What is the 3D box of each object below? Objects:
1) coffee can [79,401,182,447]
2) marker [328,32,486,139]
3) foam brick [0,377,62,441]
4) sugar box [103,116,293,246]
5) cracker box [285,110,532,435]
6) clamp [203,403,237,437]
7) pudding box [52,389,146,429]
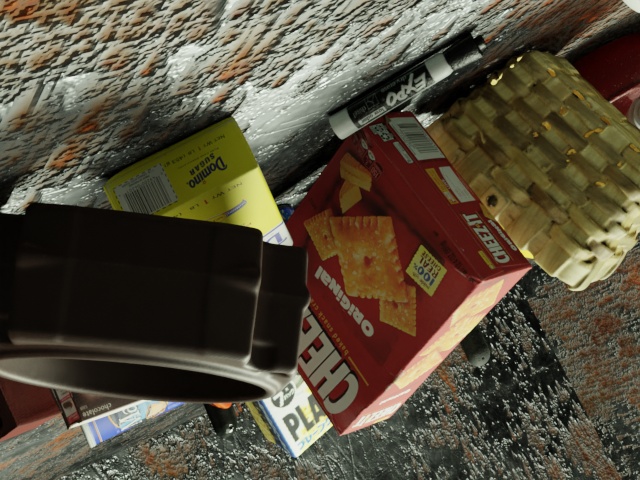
[{"bbox_3d":[-0.209,0.151,1.174,0.140,0.103,0.103,-24,170,-16],"label":"coffee can"},{"bbox_3d":[0.061,-0.108,0.743,0.121,0.020,0.020,-29,170,18],"label":"marker"},{"bbox_3d":[-0.286,0.139,0.982,0.053,0.078,0.051,-33,170,37],"label":"foam brick"},{"bbox_3d":[-0.076,-0.015,0.733,0.093,0.048,0.176,-27,160,-1],"label":"sugar box"},{"bbox_3d":[0.042,0.029,0.853,0.071,0.164,0.214,-11,148,-44],"label":"cracker box"},{"bbox_3d":[-0.122,0.111,1.052,0.039,0.120,0.171,-29,135,-33],"label":"clamp"},{"bbox_3d":[-0.217,0.129,1.071,0.113,0.090,0.039,-17,168,-41],"label":"pudding box"}]
